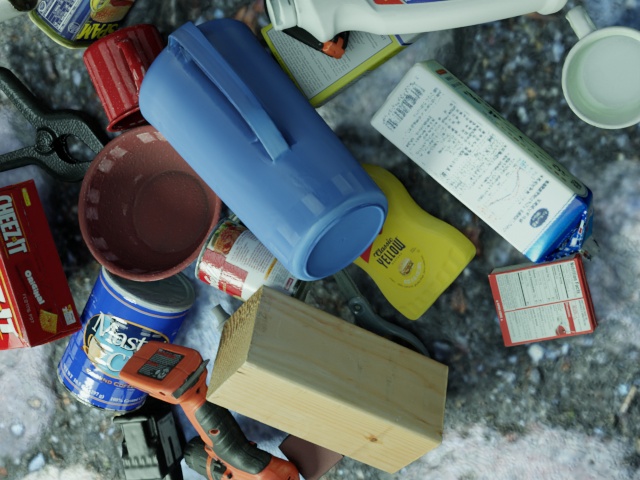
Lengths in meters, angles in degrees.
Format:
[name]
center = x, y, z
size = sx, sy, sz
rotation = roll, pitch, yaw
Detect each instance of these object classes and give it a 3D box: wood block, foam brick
[wood block]
center = 0.008, 0.135, 1.013
size = 0.206, 0.090, 0.091
rotation = 25, 140, -18
[foam brick]
center = 0.002, 0.203, 1.100
size = 0.053, 0.078, 0.051
rotation = 47, 114, 3

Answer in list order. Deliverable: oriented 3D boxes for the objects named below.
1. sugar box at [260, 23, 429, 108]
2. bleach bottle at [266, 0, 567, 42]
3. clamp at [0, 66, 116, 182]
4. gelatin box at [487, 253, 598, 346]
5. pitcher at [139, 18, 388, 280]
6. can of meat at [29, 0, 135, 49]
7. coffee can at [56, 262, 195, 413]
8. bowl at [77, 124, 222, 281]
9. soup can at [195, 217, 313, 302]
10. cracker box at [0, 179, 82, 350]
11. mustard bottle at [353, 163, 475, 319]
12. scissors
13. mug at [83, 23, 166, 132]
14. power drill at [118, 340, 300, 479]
[sugar box]
center = 0.039, -0.209, 1.007
size = 0.176, 0.048, 0.093
rotation = -31, 90, 20
[bleach bottle]
center = 0.080, -0.218, 0.919
size = 0.250, 0.068, 0.102
rotation = -16, 87, -6
[clamp]
center = -0.294, -0.119, 1.148
size = 0.171, 0.039, 0.120
rotation = 9, 110, 11
[gelatin box]
center = 0.212, 0.056, 1.017
size = 0.089, 0.030, 0.073
rotation = -12, 97, 21
[pitcher]
center = -0.052, -0.085, 0.969
size = 0.243, 0.148, 0.145
rotation = 49, 126, 25
[can of meat]
center = -0.228, -0.242, 1.062
size = 0.057, 0.102, 0.084
rotation = 42, 110, 6
[coffee can]
center = -0.207, 0.097, 1.134
size = 0.103, 0.102, 0.140
rotation = 32, 111, 10
[bowl]
center = -0.165, -0.035, 1.098
size = 0.162, 0.055, 0.162
rotation = -3, 81, 18
[soup can]
center = -0.062, 0.029, 1.047
size = 0.102, 0.068, 0.068
rotation = 26, 110, 11
[cracker box]
center = -0.358, 0.035, 1.145
size = 0.214, 0.071, 0.164
rotation = -9, 100, 49
[mustard bottle]
center = 0.051, -0.018, 1.040
size = 0.191, 0.058, 0.096
rotation = 42, 120, 6
[scissors]
center = 0.029, 0.078, 1.064
size = 0.096, 0.016, 0.201
rotation = -36, 107, 32
[mug]
center = -0.185, -0.166, 1.061
size = 0.093, 0.117, 0.081
rotation = -23, 90, -7
[power drill]
center = -0.121, 0.186, 1.089
size = 0.185, 0.057, 0.187
rotation = 2, 134, 51
